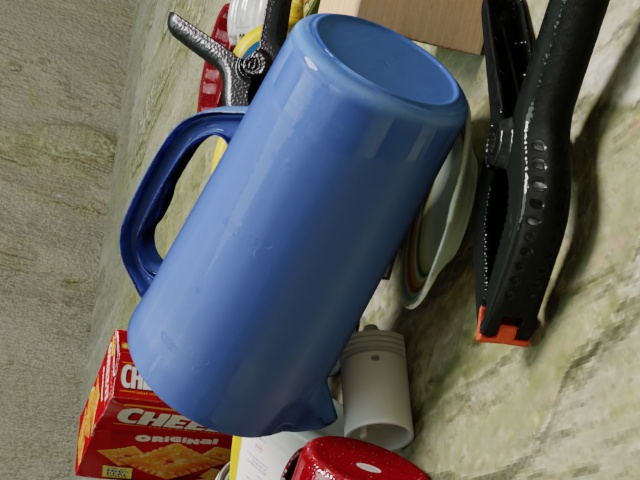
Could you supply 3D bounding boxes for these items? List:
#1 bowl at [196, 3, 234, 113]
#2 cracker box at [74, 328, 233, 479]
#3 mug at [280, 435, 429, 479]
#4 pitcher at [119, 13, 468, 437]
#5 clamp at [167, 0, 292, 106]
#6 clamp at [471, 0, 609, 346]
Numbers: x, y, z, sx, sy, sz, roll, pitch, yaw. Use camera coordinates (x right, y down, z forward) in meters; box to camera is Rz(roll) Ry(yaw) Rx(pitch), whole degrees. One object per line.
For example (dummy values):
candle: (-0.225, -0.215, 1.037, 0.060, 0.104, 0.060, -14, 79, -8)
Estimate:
bowl: (-0.106, -0.204, 1.305, 0.162, 0.055, 0.162, -170, 90, -74)
cracker box: (-0.127, 0.162, 0.975, 0.214, 0.164, 0.072, 125, 149, -56)
mug: (0.011, 0.164, 0.636, 0.117, 0.093, 0.081, 31, 106, 56)
pitcher: (-0.023, -0.014, 0.640, 0.243, 0.149, 0.145, -61, 25, 30)
clamp: (-0.065, -0.148, 0.919, 0.039, 0.120, 0.171, 24, -128, -68)
clamp: (0.104, -0.053, 0.552, 0.164, 0.036, 0.210, -133, 50, -82)
